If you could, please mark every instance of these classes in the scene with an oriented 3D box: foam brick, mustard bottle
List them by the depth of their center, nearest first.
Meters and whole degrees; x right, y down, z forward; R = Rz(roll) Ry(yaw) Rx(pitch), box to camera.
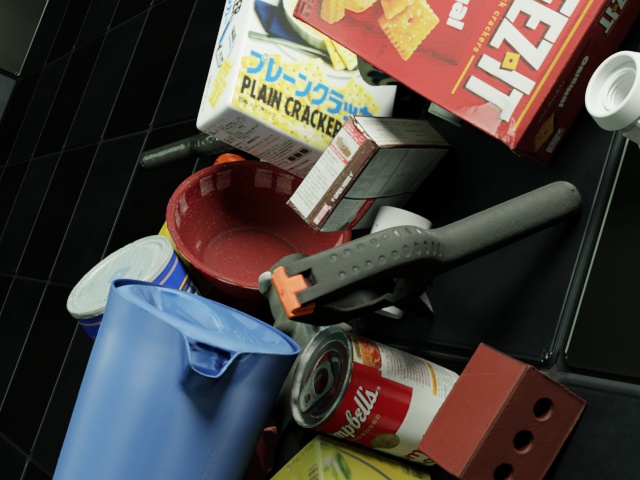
[{"bbox_3d":[0.105,0.109,0.626,0.078,0.053,0.051,-59,27,-3],"label":"foam brick"},{"bbox_3d":[-0.154,0.056,1.035,0.192,0.058,0.096,-55,36,35],"label":"mustard bottle"}]

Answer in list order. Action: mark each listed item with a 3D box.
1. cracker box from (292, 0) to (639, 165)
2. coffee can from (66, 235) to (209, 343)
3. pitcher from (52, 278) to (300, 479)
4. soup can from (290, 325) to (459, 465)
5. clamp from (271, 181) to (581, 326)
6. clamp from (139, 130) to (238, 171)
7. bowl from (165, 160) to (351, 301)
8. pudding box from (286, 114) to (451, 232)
[{"bbox_3d":[0.102,-0.177,0.737,0.214,0.072,0.164,37,105,30],"label":"cracker box"},{"bbox_3d":[-0.136,0.081,0.923,0.103,0.140,0.103,-26,25,13],"label":"coffee can"},{"bbox_3d":[-0.117,0.154,0.728,0.145,0.149,0.243,24,95,32],"label":"pitcher"},{"bbox_3d":[0.040,0.104,0.706,0.069,0.102,0.068,-42,35,40],"label":"soup can"},{"bbox_3d":[0.049,0.023,0.679,0.165,0.209,0.036,-46,64,48],"label":"clamp"},{"bbox_3d":[-0.129,-0.109,1.201,0.120,0.039,0.172,-32,14,-26],"label":"clamp"},{"bbox_3d":[-0.056,0.001,0.940,0.162,0.162,0.055,-96,13,-45],"label":"bowl"},{"bbox_3d":[0.039,-0.051,0.825,0.039,0.113,0.090,47,117,21],"label":"pudding box"}]
